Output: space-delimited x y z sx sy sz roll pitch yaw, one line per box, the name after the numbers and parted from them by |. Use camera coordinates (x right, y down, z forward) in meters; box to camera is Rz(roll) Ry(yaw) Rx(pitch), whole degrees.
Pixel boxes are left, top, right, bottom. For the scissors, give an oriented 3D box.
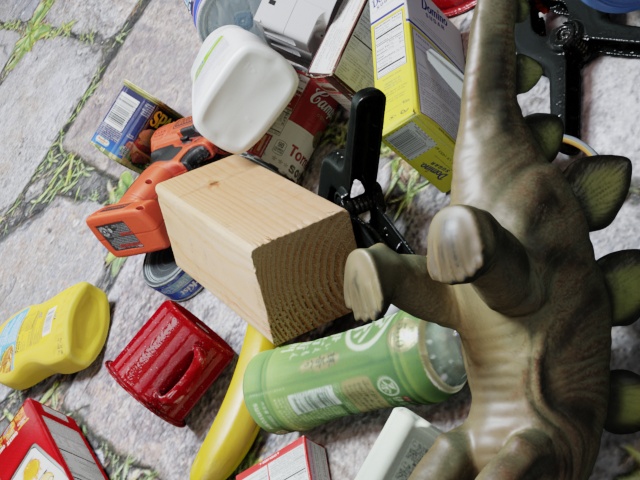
0.132 -0.068 0.819 0.202 0.016 0.096 36 104 37 | scissors

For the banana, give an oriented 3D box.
-0.070 0.133 0.915 0.070 0.037 0.197 8 68 49 | banana

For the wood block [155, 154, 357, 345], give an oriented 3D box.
-0.056 0.000 0.921 0.090 0.090 0.206 -23 27 -21 | wood block

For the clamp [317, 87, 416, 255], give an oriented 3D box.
0.037 -0.021 0.864 0.210 0.036 0.164 149 105 -75 | clamp

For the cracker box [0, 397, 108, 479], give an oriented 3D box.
-0.266 0.274 0.994 0.164 0.072 0.214 -54 38 2 | cracker box

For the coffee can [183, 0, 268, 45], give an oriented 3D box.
-0.103 -0.277 1.210 0.103 0.102 0.140 -44 38 15 | coffee can

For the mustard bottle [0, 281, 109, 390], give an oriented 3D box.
-0.315 0.115 1.179 0.192 0.058 0.096 -21 49 36 | mustard bottle

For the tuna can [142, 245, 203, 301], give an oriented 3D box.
-0.141 0.017 1.084 0.086 0.033 0.086 -28 45 31 | tuna can

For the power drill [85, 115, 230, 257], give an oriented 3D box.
-0.141 -0.068 1.093 0.185 0.057 0.187 -12 34 45 | power drill

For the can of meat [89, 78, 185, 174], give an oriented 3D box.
-0.207 -0.125 1.211 0.057 0.102 0.084 33 91 17 | can of meat

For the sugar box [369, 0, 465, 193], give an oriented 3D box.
0.086 -0.135 0.904 0.048 0.093 0.176 -30 43 28 | sugar box

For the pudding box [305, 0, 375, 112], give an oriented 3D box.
0.048 -0.174 0.978 0.039 0.090 0.113 8 69 49 | pudding box

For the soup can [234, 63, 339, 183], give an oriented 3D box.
-0.032 -0.110 1.033 0.069 0.068 0.102 16 76 52 | soup can

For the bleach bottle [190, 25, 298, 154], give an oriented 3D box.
-0.084 -0.168 1.044 0.103 0.068 0.251 -52 21 13 | bleach bottle

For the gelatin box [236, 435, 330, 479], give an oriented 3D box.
-0.025 0.206 0.817 0.073 0.030 0.089 -35 41 22 | gelatin box

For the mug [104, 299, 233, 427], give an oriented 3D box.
-0.129 0.110 0.950 0.081 0.093 0.117 -50 17 -2 | mug

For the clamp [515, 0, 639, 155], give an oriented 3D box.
0.209 -0.156 0.832 0.120 0.039 0.171 -32 49 18 | clamp
